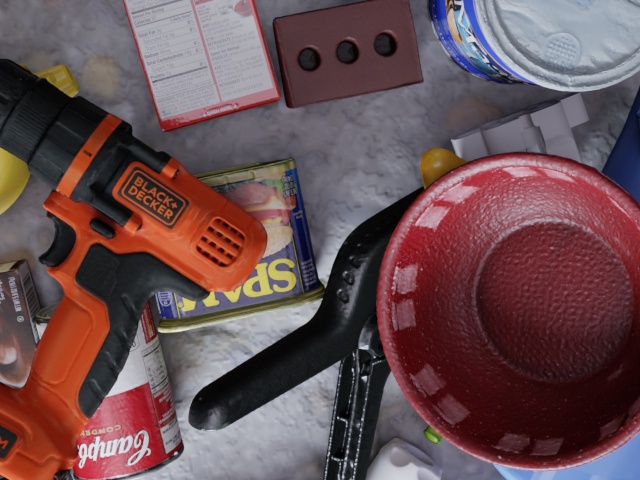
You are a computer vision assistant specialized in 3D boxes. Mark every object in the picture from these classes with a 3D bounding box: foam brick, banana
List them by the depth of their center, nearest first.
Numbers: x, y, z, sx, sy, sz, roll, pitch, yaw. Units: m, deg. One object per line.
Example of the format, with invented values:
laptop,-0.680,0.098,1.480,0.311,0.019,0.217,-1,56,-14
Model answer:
foam brick,0.014,-0.109,0.618,0.078,0.051,0.053,-12,100,-1
banana,0.091,0.030,0.632,0.069,0.037,0.198,-30,126,-40

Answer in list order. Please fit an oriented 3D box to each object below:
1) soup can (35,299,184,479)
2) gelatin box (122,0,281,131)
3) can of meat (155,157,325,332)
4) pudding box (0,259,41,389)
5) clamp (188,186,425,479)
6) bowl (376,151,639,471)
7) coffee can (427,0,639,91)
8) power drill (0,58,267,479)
soup can,-0.125,0.084,0.634,0.068,0.068,0.102,-12,100,-2
gelatin box,-0.069,-0.116,0.623,0.073,0.030,0.089,-16,100,0
can of meat,-0.054,0.001,0.630,0.102,0.057,0.084,-12,98,-2
pudding box,-0.209,0.074,0.641,0.090,0.039,0.113,-10,100,-1
clamp,0.017,0.052,0.614,0.164,0.036,0.210,39,76,-49
bowl,0.112,0.035,0.556,0.162,0.055,0.162,2,95,30
coffee can,0.120,-0.134,0.575,0.102,0.140,0.103,-1,100,-4
power drill,-0.147,0.020,0.561,0.184,0.057,0.187,33,86,-6
